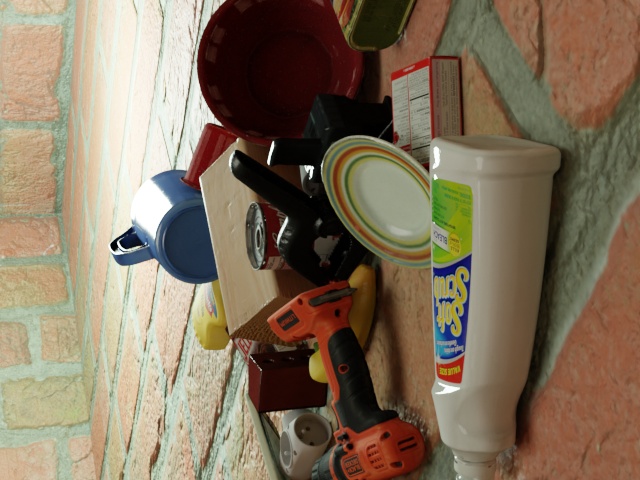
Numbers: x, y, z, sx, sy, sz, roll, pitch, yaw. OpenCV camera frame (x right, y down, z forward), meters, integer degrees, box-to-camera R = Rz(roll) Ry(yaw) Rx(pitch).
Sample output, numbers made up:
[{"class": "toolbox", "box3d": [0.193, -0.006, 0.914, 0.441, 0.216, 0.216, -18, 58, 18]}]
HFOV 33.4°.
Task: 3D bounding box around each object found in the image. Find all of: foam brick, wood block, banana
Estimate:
[{"class": "foam brick", "box3d": [-0.037, 0.154, 1.175, 0.053, 0.078, 0.051, -140, 50, -65]}, {"class": "wood block", "box3d": [-0.057, 0.001, 1.162, 0.090, 0.090, 0.206, -41, 50, 37]}, {"class": "banana", "box3d": [0.018, 0.096, 1.071, 0.198, 0.037, 0.069, 120, 143, -57]}]

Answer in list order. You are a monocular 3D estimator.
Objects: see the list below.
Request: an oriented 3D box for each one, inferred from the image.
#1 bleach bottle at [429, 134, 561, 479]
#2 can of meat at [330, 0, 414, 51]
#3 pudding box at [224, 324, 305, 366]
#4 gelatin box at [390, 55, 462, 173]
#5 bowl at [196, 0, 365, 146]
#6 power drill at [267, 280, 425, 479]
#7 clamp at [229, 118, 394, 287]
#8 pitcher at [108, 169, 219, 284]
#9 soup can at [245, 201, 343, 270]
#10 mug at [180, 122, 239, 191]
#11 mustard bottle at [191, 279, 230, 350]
[{"class": "bleach bottle", "box3d": [0.116, 0.055, 0.751, 0.103, 0.068, 0.251, -148, 56, -68]}, {"class": "can of meat", "box3d": [0.045, -0.229, 0.935, 0.102, 0.057, 0.084, 111, 148, -48]}, {"class": "pudding box", "box3d": [-0.067, 0.117, 1.270, 0.090, 0.039, 0.114, 56, 151, 12]}, {"class": "gelatin box", "box3d": [0.087, -0.099, 0.866, 0.073, 0.030, 0.089, 173, 94, -70]}, {"class": "bowl", "box3d": [-0.035, -0.166, 1.026, 0.055, 0.162, 0.162, 19, -113, -80]}, {"class": "power drill", "box3d": [0.015, 0.144, 0.999, 0.185, 0.057, 0.188, -40, 70, 57]}, {"class": "clamp", "box3d": [-0.004, -0.025, 0.968, 0.210, 0.164, 0.036, 97, 159, -47]}, {"class": "pitcher", "box3d": [-0.185, -0.012, 1.407, 0.149, 0.145, 0.243, -67, 16, 3]}, {"class": "soup can", "box3d": [-0.018, -0.006, 1.064, 0.069, 0.102, 0.068, 178, 90, -71]}, {"class": "mug", "box3d": [-0.112, -0.095, 1.350, 0.117, 0.093, 0.081, 25, 99, 31]}, {"class": "mustard bottle", "box3d": [-0.132, 0.076, 1.468, 0.192, 0.058, 0.096, 124, 145, -59]}]
